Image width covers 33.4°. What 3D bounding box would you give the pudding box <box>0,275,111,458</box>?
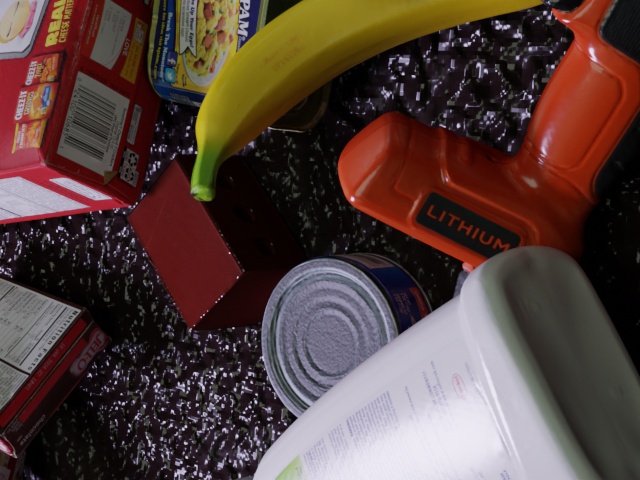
[{"bbox_3d":[-0.197,0.070,0.649,0.114,0.039,0.090,17,57,35],"label":"pudding box"}]

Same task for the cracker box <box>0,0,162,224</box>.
[{"bbox_3d":[-0.180,-0.094,0.616,0.214,0.072,0.164,-5,68,38],"label":"cracker box"}]

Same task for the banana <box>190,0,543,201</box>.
[{"bbox_3d":[0.021,-0.088,0.470,0.198,0.037,0.070,-31,63,2],"label":"banana"}]

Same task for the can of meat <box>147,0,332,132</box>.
[{"bbox_3d":[-0.039,-0.112,0.540,0.084,0.057,0.102,17,102,38],"label":"can of meat"}]

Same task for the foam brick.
[{"bbox_3d":[-0.054,0.001,0.557,0.051,0.052,0.078,-45,66,29],"label":"foam brick"}]

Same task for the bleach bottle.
[{"bbox_3d":[0.020,0.102,0.460,0.251,0.067,0.102,-37,71,42],"label":"bleach bottle"}]

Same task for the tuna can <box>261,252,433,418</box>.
[{"bbox_3d":[0.013,0.049,0.519,0.086,0.033,0.086,1,92,37],"label":"tuna can"}]

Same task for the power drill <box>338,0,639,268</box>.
[{"bbox_3d":[0.083,-0.080,0.395,0.184,0.057,0.188,27,121,-11],"label":"power drill"}]
